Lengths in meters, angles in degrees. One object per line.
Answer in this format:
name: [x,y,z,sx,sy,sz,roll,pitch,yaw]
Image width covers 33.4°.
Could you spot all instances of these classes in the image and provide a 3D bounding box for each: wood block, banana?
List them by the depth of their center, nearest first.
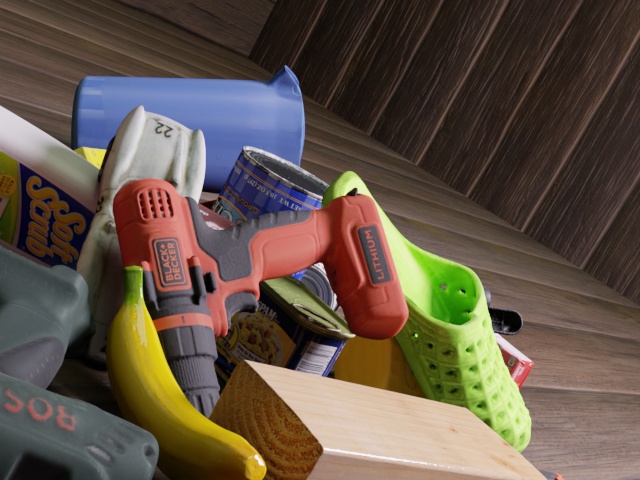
banana: [-0.085,0.091,0.593,0.037,0.070,0.198,-10,34,-27]
wood block: [0.030,0.147,0.649,0.205,0.091,0.090,18,15,-42]

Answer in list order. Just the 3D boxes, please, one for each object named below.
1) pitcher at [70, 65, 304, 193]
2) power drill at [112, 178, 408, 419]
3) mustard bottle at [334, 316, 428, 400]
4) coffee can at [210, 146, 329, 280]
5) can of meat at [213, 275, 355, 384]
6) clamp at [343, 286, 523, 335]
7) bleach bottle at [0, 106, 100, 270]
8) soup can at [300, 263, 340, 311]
pitcher: [-0.140,-0.104,1.150,0.242,0.149,0.145,4,-19,-6]
power drill: [-0.038,0.040,0.717,0.187,0.057,0.184,-5,70,-27]
mustard bottle: [0.089,0.113,0.938,0.058,0.096,0.191,-7,-14,36]
coffee can: [-0.056,0.001,0.955,0.102,0.140,0.103,27,12,-6]
can of meat: [-0.034,0.078,0.813,0.057,0.084,0.102,17,16,-45]
clamp: [0.098,0.061,1.001,0.172,0.039,0.120,2,-20,18]
bleach bottle: [-0.184,-0.017,0.824,0.250,0.103,0.068,28,21,-5]
soup can: [-0.009,0.047,1.057,0.068,0.068,0.102,30,12,7]
